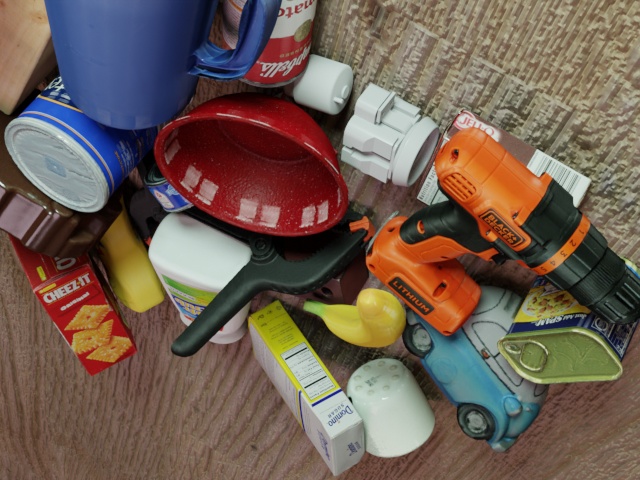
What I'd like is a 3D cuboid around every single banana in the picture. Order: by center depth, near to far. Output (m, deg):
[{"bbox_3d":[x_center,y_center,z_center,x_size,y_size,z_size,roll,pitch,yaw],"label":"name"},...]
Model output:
[{"bbox_3d":[0.037,0.069,0.920,0.069,0.037,0.198,16,169,-13],"label":"banana"}]

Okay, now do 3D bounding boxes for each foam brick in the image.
[{"bbox_3d":[-0.001,0.025,1.019,0.078,0.051,0.053,18,145,25],"label":"foam brick"}]

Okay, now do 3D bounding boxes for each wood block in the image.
[{"bbox_3d":[-0.251,-0.204,0.905,0.090,0.090,0.206,40,149,-10],"label":"wood block"}]

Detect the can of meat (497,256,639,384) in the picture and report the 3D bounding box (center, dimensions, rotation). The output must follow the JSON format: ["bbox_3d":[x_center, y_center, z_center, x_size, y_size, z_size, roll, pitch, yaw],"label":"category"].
[{"bbox_3d":[0.203,0.063,0.849,0.057,0.083,0.102,48,146,-21],"label":"can of meat"}]

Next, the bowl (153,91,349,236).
[{"bbox_3d":[-0.049,-0.069,0.858,0.162,0.055,0.162,13,150,8],"label":"bowl"}]

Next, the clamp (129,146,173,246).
[{"bbox_3d":[-0.159,-0.042,1.088,0.120,0.039,0.172,42,146,-11],"label":"clamp"}]

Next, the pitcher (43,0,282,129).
[{"bbox_3d":[-0.119,-0.167,0.723,0.243,0.145,0.149,116,142,-67],"label":"pitcher"}]

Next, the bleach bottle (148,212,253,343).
[{"bbox_3d":[-0.112,0.058,1.136,0.102,0.068,0.251,19,158,11],"label":"bleach bottle"}]

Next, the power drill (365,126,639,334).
[{"bbox_3d":[0.130,0.013,0.802,0.184,0.057,0.188,43,149,-5],"label":"power drill"}]

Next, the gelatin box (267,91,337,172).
[{"bbox_3d":[-0.040,-0.085,0.928,0.089,0.030,0.073,-13,127,50],"label":"gelatin box"}]

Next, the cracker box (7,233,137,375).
[{"bbox_3d":[-0.287,0.033,1.197,0.164,0.072,0.214,56,167,29],"label":"cracker box"}]

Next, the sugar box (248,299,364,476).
[{"bbox_3d":[-0.015,0.157,1.146,0.176,0.048,0.093,50,160,31],"label":"sugar box"}]

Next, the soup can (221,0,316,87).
[{"bbox_3d":[-0.036,-0.170,0.772,0.068,0.068,0.102,28,148,11],"label":"soup can"}]

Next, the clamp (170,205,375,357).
[{"bbox_3d":[-0.056,0.001,0.982,0.210,0.164,0.036,-19,160,10],"label":"clamp"}]

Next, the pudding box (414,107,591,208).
[{"bbox_3d":[0.136,-0.039,0.817,0.113,0.039,0.090,33,151,8],"label":"pudding box"}]

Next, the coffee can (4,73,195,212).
[{"bbox_3d":[-0.189,-0.109,0.927,0.103,0.140,0.103,24,147,16],"label":"coffee can"}]

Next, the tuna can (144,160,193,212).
[{"bbox_3d":[-0.118,-0.066,0.973,0.086,0.086,0.033,-6,129,47],"label":"tuna can"}]

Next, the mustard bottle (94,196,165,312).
[{"bbox_3d":[-0.228,-0.013,1.161,0.096,0.058,0.191,51,164,43],"label":"mustard bottle"}]
